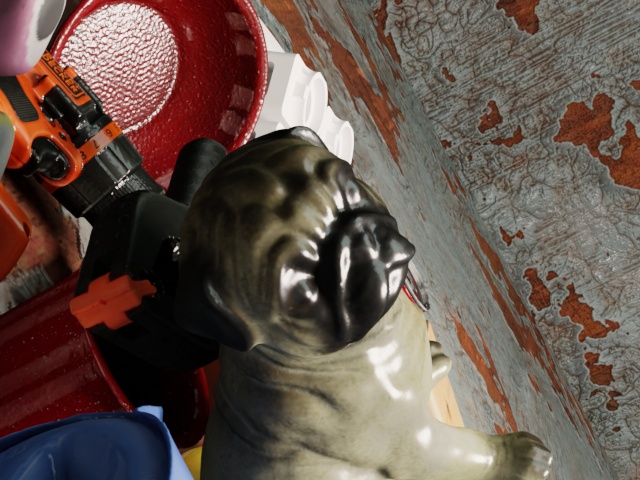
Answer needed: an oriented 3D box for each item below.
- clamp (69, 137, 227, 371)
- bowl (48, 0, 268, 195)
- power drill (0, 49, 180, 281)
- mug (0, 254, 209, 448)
[{"bbox_3d":[-0.052,0.021,0.476,0.120,0.039,0.171,56,21,-6],"label":"clamp"},{"bbox_3d":[-0.112,-0.099,0.666,0.055,0.162,0.162,32,-10,42],"label":"bowl"},{"bbox_3d":[-0.146,-0.035,0.511,0.184,0.057,0.187,47,14,-8],"label":"power drill"},{"bbox_3d":[-0.102,0.067,0.469,0.117,0.081,0.093,42,25,-54],"label":"mug"}]
